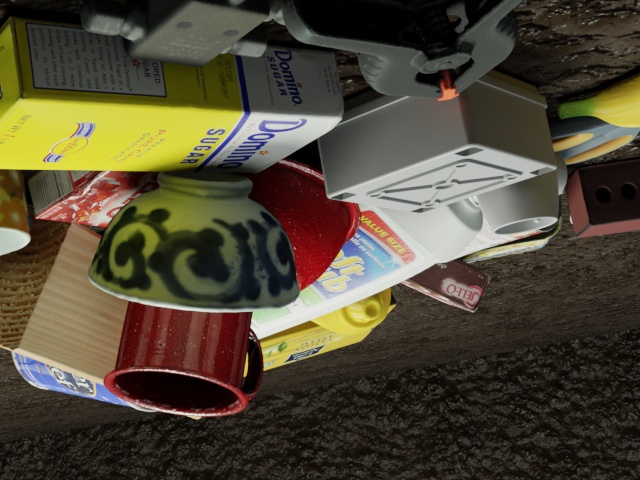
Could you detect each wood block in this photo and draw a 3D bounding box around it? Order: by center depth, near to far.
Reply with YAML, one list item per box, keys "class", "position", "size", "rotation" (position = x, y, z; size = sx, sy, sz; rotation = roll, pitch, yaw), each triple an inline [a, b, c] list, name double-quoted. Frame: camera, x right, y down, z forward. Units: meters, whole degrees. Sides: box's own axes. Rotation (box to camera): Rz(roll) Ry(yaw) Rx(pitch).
- class: "wood block"
  position: [-0.159, 0.053, 0.760]
  size: [0.090, 0.091, 0.205]
  rotation: [13, 167, 32]

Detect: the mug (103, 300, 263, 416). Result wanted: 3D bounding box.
- class: "mug"
  position: [-0.079, 0.066, 0.701]
  size: [0.093, 0.081, 0.117]
  rotation: [-17, 145, 40]

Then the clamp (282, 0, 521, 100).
- class: "clamp"
  position: [0.062, -0.102, 0.494]
  size: [0.120, 0.039, 0.171]
  rotation: [-11, 175, 16]

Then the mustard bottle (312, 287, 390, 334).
- class: "mustard bottle"
  position: [0.008, 0.045, 0.938]
  size: [0.096, 0.058, 0.192]
  rotation: [9, -178, -21]

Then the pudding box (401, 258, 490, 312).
- class: "pudding box"
  position: [0.077, 0.019, 0.902]
  size: [0.113, 0.039, 0.090]
  rotation: [27, 177, -9]

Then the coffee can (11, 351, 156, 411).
- class: "coffee can"
  position: [-0.193, 0.092, 0.957]
  size: [0.141, 0.103, 0.102]
  rotation: [4, 178, 37]

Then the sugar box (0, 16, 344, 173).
- class: "sugar box"
  position: [-0.084, -0.066, 0.534]
  size: [0.175, 0.048, 0.094]
  rotation: [1, 164, -36]

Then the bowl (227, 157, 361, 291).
- class: "bowl"
  position: [-0.055, 0.001, 0.722]
  size: [0.162, 0.055, 0.162]
  rotation: [6, 154, 3]

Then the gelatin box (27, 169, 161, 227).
- class: "gelatin box"
  position: [-0.119, -0.038, 0.643]
  size: [0.089, 0.030, 0.073]
  rotation: [-28, 159, 32]

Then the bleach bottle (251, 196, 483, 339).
- class: "bleach bottle"
  position: [0.021, -0.007, 0.807]
  size: [0.251, 0.102, 0.068]
  rotation: [-25, -169, 33]
